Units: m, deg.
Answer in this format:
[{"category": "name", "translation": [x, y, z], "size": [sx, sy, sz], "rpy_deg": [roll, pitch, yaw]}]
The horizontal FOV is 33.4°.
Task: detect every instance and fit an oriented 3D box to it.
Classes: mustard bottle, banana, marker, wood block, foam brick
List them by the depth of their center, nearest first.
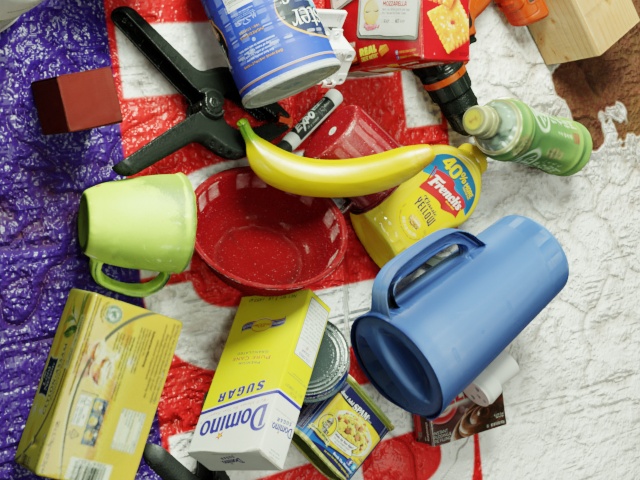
[{"category": "foam brick", "translation": [-0.220, -0.125, 0.963], "size": [0.052, 0.078, 0.051], "rpy_deg": [-16, 101, -31]}, {"category": "banana", "translation": [0.012, -0.073, 1.053], "size": [0.197, 0.037, 0.070], "rpy_deg": [7, 129, -7]}, {"category": "marker", "translation": [-0.017, -0.117, 1.113], "size": [0.121, 0.020, 0.020], "rpy_deg": [-49, 115, -33]}, {"category": "mustard bottle", "translation": [0.125, -0.051, 1.194], "size": [0.191, 0.058, 0.096], "rpy_deg": [-41, 107, -25]}, {"category": "wood block", "translation": [0.283, -0.324, 1.267], "size": [0.090, 0.090, 0.206], "rpy_deg": [-40, 111, -26]}]

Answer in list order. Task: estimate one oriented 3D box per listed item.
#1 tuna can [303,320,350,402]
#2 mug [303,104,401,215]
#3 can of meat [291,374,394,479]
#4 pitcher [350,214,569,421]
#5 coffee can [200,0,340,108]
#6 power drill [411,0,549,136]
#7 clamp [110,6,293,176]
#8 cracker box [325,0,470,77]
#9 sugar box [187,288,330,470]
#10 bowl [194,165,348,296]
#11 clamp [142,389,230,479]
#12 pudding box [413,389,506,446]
[{"category": "tuna can", "translation": [-0.012, 0.123, 1.100], "size": [0.086, 0.034, 0.086], "rpy_deg": [-2, 65, 3]}, {"category": "mug", "translation": [0.030, -0.078, 1.118], "size": [0.081, 0.093, 0.117], "rpy_deg": [42, 77, -21]}, {"category": "can of meat", "translation": [0.016, 0.197, 1.135], "size": [0.084, 0.058, 0.102], "rpy_deg": [-49, 115, -20]}, {"category": "pitcher", "translation": [0.156, 0.066, 1.159], "size": [0.242, 0.149, 0.145], "rpy_deg": [-36, 74, -28]}, {"category": "coffee can", "translation": [-0.054, -0.212, 1.032], "size": [0.102, 0.103, 0.140], "rpy_deg": [-22, 89, -30]}, {"category": "power drill", "translation": [0.179, -0.237, 1.223], "size": [0.187, 0.057, 0.184], "rpy_deg": [-42, 115, -25]}, {"category": "clamp", "translation": [-0.118, -0.121, 1.039], "size": [0.209, 0.036, 0.164], "rpy_deg": [16, 69, -37]}, {"category": "cracker box", "translation": [0.076, -0.282, 1.093], "size": [0.071, 0.164, 0.214], "rpy_deg": [-3, 94, -34]}, {"category": "sugar box", "translation": [-0.058, 0.134, 1.032], "size": [0.048, 0.094, 0.176], "rpy_deg": [47, 47, -36]}, {"category": "bowl", "translation": [-0.057, 0.001, 1.055], "size": [0.162, 0.055, 0.162], "rpy_deg": [8, 47, -9]}, {"category": "clamp", "translation": [-0.122, 0.243, 1.041], "size": [0.120, 0.039, 0.171], "rpy_deg": [-21, 105, -51]}, {"category": "pudding box", "translation": [0.158, 0.180, 1.233], "size": [0.113, 0.039, 0.090], "rpy_deg": [-10, 96, -32]}]
